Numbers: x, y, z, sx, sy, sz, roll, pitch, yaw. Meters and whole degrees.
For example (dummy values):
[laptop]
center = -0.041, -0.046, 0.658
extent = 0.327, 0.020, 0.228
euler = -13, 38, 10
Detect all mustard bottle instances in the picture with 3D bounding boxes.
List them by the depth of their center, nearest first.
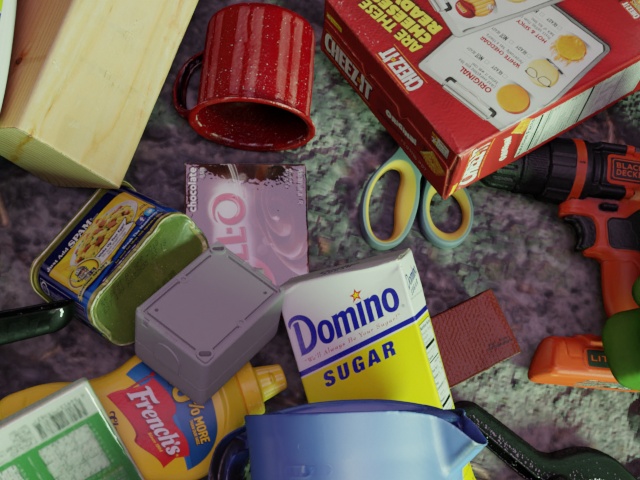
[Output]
[mustard bottle]
center = -0.115, 0.124, 0.734
extent = 0.191, 0.058, 0.096
euler = -18, 82, -11

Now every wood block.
[wood block]
center = -0.160, -0.149, 0.755
extent = 0.090, 0.091, 0.206
euler = 33, 71, -41

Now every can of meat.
[can of meat]
center = -0.137, 0.015, 0.734
extent = 0.102, 0.084, 0.057
euler = -51, 131, -15

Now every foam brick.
[foam brick]
center = 0.096, 0.077, 0.776
extent = 0.078, 0.051, 0.053
euler = -24, 83, -12

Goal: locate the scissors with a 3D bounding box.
[scissors]
center = 0.090, -0.080, 0.828
extent = 0.096, 0.016, 0.201
euler = 22, 76, -4

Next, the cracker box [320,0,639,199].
[cracker box]
center = 0.132, -0.149, 0.794
extent = 0.213, 0.072, 0.164
euler = -29, 67, -18

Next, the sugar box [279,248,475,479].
[sugar box]
center = 0.039, 0.102, 0.728
extent = 0.093, 0.048, 0.176
euler = -15, 97, 19

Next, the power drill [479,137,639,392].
[power drill]
center = 0.198, 0.014, 0.800
extent = 0.184, 0.057, 0.187
euler = 7, 77, -6

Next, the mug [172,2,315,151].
[mug]
center = -0.057, -0.119, 0.788
extent = 0.117, 0.093, 0.081
euler = -5, 70, 28

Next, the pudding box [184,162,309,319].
[pudding box]
center = -0.055, 0.001, 0.779
extent = 0.090, 0.039, 0.113
euler = 0, 78, -8

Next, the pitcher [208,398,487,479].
[pitcher]
center = 0.015, 0.216, 0.630
extent = 0.145, 0.149, 0.243
euler = 1, 81, -14

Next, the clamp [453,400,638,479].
[clamp]
center = 0.160, 0.194, 0.766
extent = 0.171, 0.039, 0.120
euler = 17, 80, -3
